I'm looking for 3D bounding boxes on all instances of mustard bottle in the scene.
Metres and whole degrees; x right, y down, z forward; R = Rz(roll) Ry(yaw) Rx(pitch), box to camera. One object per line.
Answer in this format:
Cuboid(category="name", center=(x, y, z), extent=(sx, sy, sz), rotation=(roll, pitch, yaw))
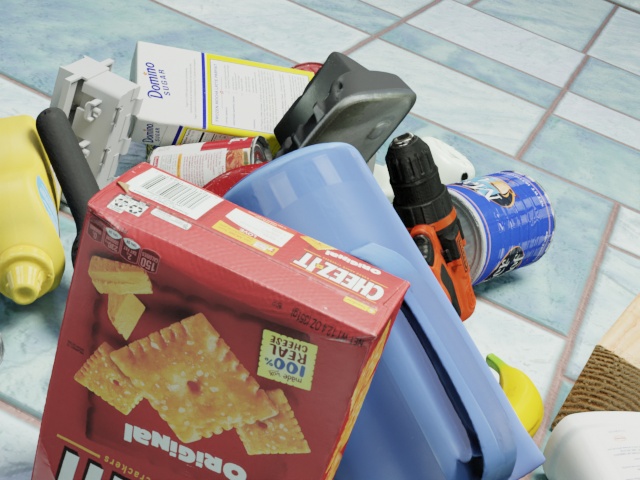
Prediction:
Cuboid(category="mustard bottle", center=(-0.224, -0.013, 0.807), extent=(0.058, 0.096, 0.192), rotation=(-9, 34, -10))

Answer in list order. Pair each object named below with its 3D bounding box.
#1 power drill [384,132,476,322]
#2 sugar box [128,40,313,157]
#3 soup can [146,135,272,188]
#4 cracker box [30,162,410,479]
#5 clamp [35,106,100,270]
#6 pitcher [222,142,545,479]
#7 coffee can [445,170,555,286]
Cuboid(category="power drill", center=(0.083, 0.025, 0.874), extent=(0.057, 0.184, 0.187), rotation=(-11, 27, 21))
Cuboid(category="sugar box", center=(-0.092, -0.127, 1.009), extent=(0.176, 0.048, 0.093), rotation=(7, 57, -17))
Cuboid(category="soup can", center=(-0.098, -0.056, 0.963), extent=(0.102, 0.068, 0.068), rotation=(-5, 23, 14))
Cuboid(category="cracker box", center=(-0.065, 0.088, 0.588), extent=(0.164, 0.214, 0.072), rotation=(25, 29, 11))
Cuboid(category="clamp", center=(-0.164, 0.001, 0.811), extent=(0.164, 0.036, 0.210), rotation=(55, 12, -38))
Cuboid(category="pitcher", center=(0.031, 0.061, 0.663), extent=(0.243, 0.149, 0.144), rotation=(63, 23, 11))
Cuboid(category="coffee can", center=(0.151, -0.010, 1.043), extent=(0.103, 0.103, 0.140), rotation=(36, 30, 29))
